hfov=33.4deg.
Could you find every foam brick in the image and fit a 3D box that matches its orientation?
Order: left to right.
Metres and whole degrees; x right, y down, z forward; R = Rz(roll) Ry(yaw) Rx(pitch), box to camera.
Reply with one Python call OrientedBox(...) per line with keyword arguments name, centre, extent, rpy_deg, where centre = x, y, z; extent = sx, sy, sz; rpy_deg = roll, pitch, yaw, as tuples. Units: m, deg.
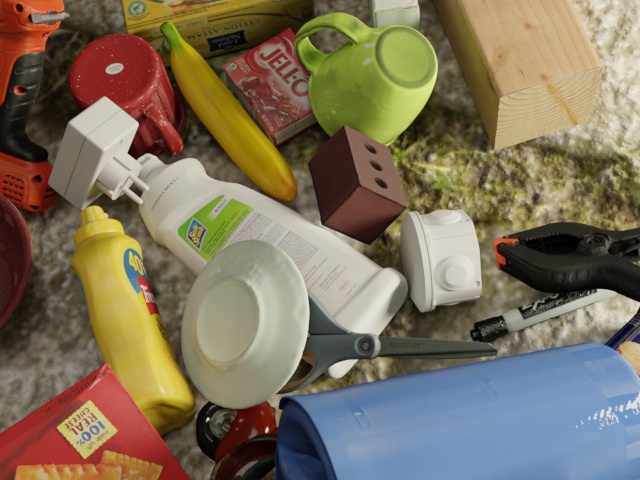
OrientedBox(name="foam brick", centre=(0.030, -0.046, 0.873), extent=(0.051, 0.052, 0.078), rpy_deg=(-47, 36, 30))

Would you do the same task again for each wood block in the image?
OrientedBox(name="wood block", centre=(0.159, -0.198, 0.928), extent=(0.090, 0.091, 0.206), rpy_deg=(-17, 66, -2))

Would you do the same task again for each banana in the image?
OrientedBox(name="banana", centre=(-0.079, -0.101, 0.922), extent=(0.037, 0.069, 0.198), rpy_deg=(-40, 74, 4))

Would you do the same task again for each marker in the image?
OrientedBox(name="marker", centre=(0.177, 0.056, 0.853), extent=(0.121, 0.020, 0.020), rpy_deg=(-20, 66, -3))

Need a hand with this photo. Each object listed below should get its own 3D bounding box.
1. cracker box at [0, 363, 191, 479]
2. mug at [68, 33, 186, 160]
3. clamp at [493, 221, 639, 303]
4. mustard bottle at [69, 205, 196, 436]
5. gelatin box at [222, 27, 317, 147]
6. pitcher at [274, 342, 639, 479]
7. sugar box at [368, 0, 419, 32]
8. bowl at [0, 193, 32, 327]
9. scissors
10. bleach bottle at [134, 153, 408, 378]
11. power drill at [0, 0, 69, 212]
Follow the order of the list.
OrientedBox(name="cracker box", centre=(-0.146, 0.213, 0.685), extent=(0.164, 0.072, 0.214), rpy_deg=(-33, 73, -20))
OrientedBox(name="mug", centre=(-0.163, -0.118, 0.929), extent=(0.093, 0.081, 0.117), rpy_deg=(-40, 69, -12))
OrientedBox(name="clamp", centre=(0.226, 0.010, 0.841), extent=(0.172, 0.039, 0.120), rpy_deg=(11, 32, 32))
OrientedBox(name="mustard bottle", centre=(-0.156, 0.056, 0.844), extent=(0.058, 0.096, 0.192), rpy_deg=(-23, 66, -1))
OrientedBox(name="gelatin box", centre=(-0.034, -0.137, 0.953), extent=(0.073, 0.030, 0.089), rpy_deg=(-31, 68, -9))
OrientedBox(name="pitcher", centre=(0.101, 0.150, 0.703), extent=(0.242, 0.145, 0.149), rpy_deg=(-11, 83, -20))
OrientedBox(name="sugar box", centre=(0.060, -0.253, 0.961), extent=(0.048, 0.093, 0.176), rpy_deg=(-8, 67, 2))
OrientedBox(name="bowl", centre=(-0.311, 0.033, 0.891), extent=(0.162, 0.055, 0.162), rpy_deg=(-2, 66, 5))
OrientedBox(name="scissors", centre=(0.024, 0.061, 0.787), extent=(0.202, 0.016, 0.096), rpy_deg=(-17, 77, 20))
OrientedBox(name="bleach bottle", centre=(-0.056, 0.001, 0.876), extent=(0.251, 0.068, 0.102), rpy_deg=(37, 81, 21))
OrientedBox(name="power drill", centre=(-0.295, -0.132, 0.911), extent=(0.184, 0.057, 0.188), rpy_deg=(20, 113, 15))
